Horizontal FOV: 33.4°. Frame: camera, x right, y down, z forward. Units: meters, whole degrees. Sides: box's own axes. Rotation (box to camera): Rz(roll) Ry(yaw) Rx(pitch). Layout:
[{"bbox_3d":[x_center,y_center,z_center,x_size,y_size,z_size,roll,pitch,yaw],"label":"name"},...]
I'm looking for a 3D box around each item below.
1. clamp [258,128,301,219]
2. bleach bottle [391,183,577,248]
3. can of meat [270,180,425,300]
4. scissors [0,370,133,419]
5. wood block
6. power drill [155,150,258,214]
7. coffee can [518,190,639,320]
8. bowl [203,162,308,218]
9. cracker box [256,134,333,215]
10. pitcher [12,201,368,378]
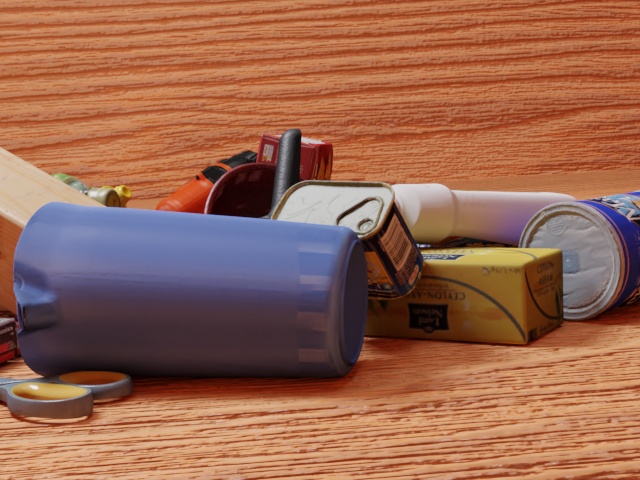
[{"bbox_3d":[-0.035,-0.007,1.075,0.209,0.164,0.036,-41,9,-35],"label":"clamp"},{"bbox_3d":[0.134,-0.020,1.006,0.250,0.068,0.103,4,-6,-40],"label":"bleach bottle"},{"bbox_3d":[0.024,0.002,0.847,0.102,0.084,0.057,3,51,33],"label":"can of meat"},{"bbox_3d":[-0.214,0.102,0.764,0.202,0.016,0.096,3,7,45],"label":"scissors"},{"bbox_3d":[-0.291,-0.019,0.951,0.206,0.091,0.090,28,29,22],"label":"wood block"},{"bbox_3d":[-0.165,-0.030,1.280,0.188,0.057,0.184,-37,0,41],"label":"power drill"},{"bbox_3d":[0.260,0.011,0.959,0.140,0.103,0.103,-9,8,-44],"label":"coffee can"},{"bbox_3d":[-0.057,0.001,1.122,0.161,0.162,0.055,-7,-20,-34],"label":"bowl"},{"bbox_3d":[-0.037,-0.042,1.284,0.072,0.164,0.213,11,7,5],"label":"cracker box"},{"bbox_3d":[-0.090,0.038,0.793,0.243,0.149,0.145,2,-35,14],"label":"pitcher"}]
